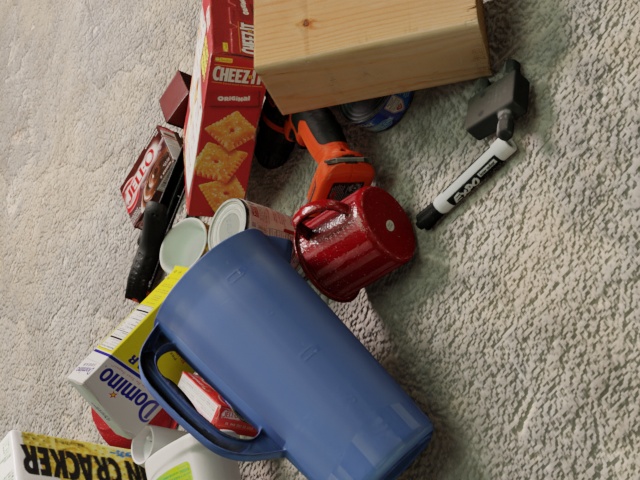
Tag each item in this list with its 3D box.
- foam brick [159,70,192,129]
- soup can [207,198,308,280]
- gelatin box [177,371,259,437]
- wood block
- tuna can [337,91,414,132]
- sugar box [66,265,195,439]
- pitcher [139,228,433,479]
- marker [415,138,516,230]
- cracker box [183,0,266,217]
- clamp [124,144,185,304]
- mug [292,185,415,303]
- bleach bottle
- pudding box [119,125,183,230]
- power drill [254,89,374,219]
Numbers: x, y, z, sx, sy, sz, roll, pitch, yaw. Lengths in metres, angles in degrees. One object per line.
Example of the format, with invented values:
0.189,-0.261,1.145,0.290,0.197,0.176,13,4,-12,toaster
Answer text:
-0.152,-0.166,1.323,0.051,0.078,0.053,-52,41,25,foam brick
-0.057,0.001,1.112,0.069,0.102,0.068,-24,57,43,soup can
-0.100,0.172,1.113,0.089,0.073,0.030,29,98,53,gelatin box
0.049,-0.194,1.000,0.206,0.090,0.091,-9,64,15,wood block
0.057,-0.155,1.094,0.086,0.033,0.086,-25,56,43,tuna can
-0.179,0.120,1.155,0.048,0.093,0.176,4,47,51,sugar box
-0.029,0.121,0.924,0.243,0.144,0.149,44,109,17,pitcher
0.129,-0.050,0.970,0.121,0.020,0.020,-44,44,30,marker
-0.106,-0.156,1.186,0.164,0.072,0.214,-99,19,-48,cracker box
-0.203,-0.002,1.296,0.164,0.036,0.210,-71,3,-65,clamp
0.027,-0.005,1.003,0.082,0.117,0.093,-32,40,33,mug
-0.100,0.314,1.009,0.103,0.067,0.251,-35,60,37,bleach bottle
-0.215,-0.080,1.395,0.114,0.039,0.090,-53,40,21,pudding box
-0.015,-0.094,1.114,0.185,0.057,0.188,112,144,-47,power drill
